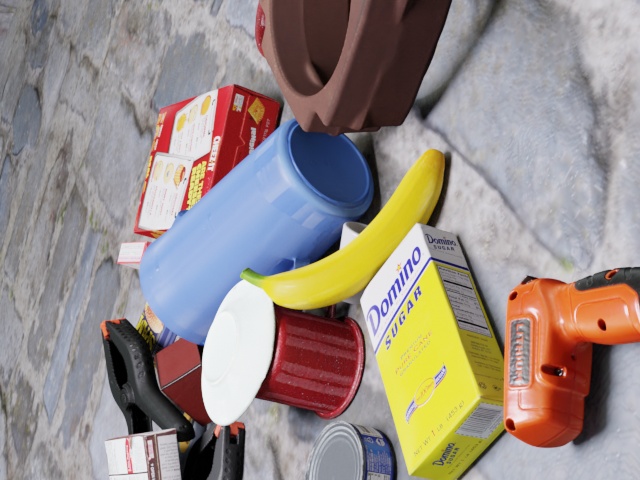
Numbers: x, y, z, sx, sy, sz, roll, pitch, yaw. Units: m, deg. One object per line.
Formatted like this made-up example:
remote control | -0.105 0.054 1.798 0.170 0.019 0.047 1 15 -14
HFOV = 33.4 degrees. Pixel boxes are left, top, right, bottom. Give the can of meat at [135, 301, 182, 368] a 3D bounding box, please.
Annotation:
can of meat | -0.171 0.094 1.232 0.084 0.057 0.102 -65 29 11

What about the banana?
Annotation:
banana | 0.030 0.002 0.875 0.198 0.069 0.037 -32 -7 4

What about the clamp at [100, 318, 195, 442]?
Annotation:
clamp | -0.193 0.168 1.158 0.165 0.036 0.210 -52 52 47

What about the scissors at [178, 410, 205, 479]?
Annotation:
scissors | -0.145 0.260 1.140 0.096 0.016 0.202 -50 36 36

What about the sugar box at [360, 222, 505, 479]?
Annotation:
sugar box | 0.083 0.079 0.794 0.093 0.048 0.176 -55 34 31

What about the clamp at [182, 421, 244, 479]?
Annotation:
clamp | -0.116 0.264 1.064 0.120 0.039 0.171 38 107 47

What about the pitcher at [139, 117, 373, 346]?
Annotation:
pitcher | -0.057 0.001 1.014 0.243 0.149 0.144 -41 11 40

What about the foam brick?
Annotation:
foam brick | -0.124 0.142 1.087 0.051 0.078 0.053 -32 41 8

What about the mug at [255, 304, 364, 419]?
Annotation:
mug | -0.018 0.091 0.931 0.093 0.081 0.117 -1 75 61

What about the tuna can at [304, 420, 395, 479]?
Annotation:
tuna can | 0.023 0.190 0.856 0.086 0.033 0.086 -36 46 48

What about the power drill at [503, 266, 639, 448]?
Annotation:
power drill | 0.187 0.070 0.605 0.188 0.057 0.184 -25 51 51

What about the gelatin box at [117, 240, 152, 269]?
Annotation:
gelatin box | -0.197 0.023 1.295 0.089 0.073 0.030 -5 71 61

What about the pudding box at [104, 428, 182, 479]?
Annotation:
pudding box | -0.179 0.240 1.079 0.114 0.039 0.090 -22 74 57

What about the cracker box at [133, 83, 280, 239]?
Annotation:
cracker box | -0.136 -0.081 1.246 0.214 0.072 0.164 -2 74 60
